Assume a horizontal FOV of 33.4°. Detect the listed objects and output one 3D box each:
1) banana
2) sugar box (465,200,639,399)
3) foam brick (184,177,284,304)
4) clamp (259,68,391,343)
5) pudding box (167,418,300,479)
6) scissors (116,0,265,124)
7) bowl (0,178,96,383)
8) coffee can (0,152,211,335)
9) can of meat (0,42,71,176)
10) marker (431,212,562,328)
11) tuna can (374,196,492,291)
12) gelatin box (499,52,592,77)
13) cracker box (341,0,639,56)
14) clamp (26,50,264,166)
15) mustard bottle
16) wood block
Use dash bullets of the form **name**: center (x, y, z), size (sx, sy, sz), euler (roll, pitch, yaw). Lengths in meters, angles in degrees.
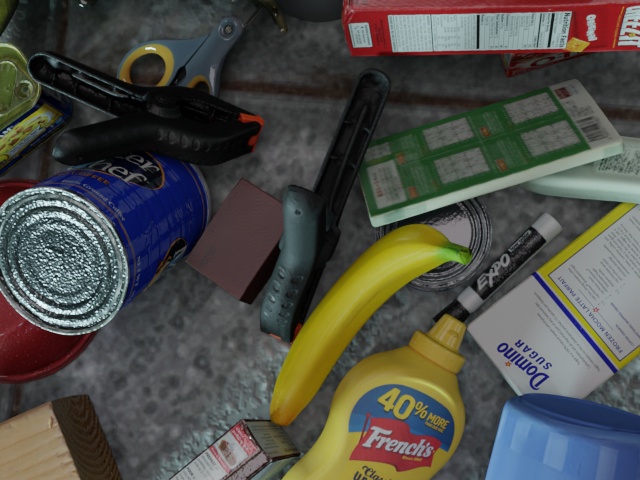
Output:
- **banana**: center (0.025, 0.050, 0.756), size (0.037, 0.069, 0.198), euler (35, 115, -19)
- **sugar box**: center (0.201, 0.044, 0.769), size (0.176, 0.048, 0.093), euler (-38, 81, 5)
- **foam brick**: center (-0.055, 0.001, 0.797), size (0.053, 0.051, 0.078), euler (35, 89, 9)
- **clamp**: center (-0.003, -0.010, 0.747), size (0.036, 0.210, 0.164), euler (23, 48, 6)
- **pudding box**: center (-0.066, 0.166, 0.752), size (0.090, 0.113, 0.039), euler (-40, 79, 0)
- **scissors**: center (-0.087, -0.162, 0.806), size (0.096, 0.016, 0.202), euler (33, 106, 12)
- **bowl**: center (-0.245, 0.029, 0.814), size (0.162, 0.055, 0.162), euler (-1, 85, 7)
- **coffee can**: center (-0.150, -0.008, 0.749), size (0.103, 0.140, 0.103), euler (6, 110, 16)
- **can of meat**: center (-0.247, -0.095, 0.811), size (0.102, 0.084, 0.057), euler (-37, 82, 2)
- **marker**: center (0.129, 0.027, 0.790), size (0.121, 0.020, 0.020), euler (-43, 82, 1)
- **tuna can**: center (0.083, -0.005, 0.791), size (0.086, 0.033, 0.086), euler (-1, 84, 6)
- **gelatin box**: center (0.178, -0.151, 0.775), size (0.089, 0.073, 0.030), euler (-15, 83, 4)
- **cracker box**: center (0.124, -0.214, 0.725), size (0.214, 0.072, 0.164), euler (0, 73, 9)
- **clamp**: center (-0.126, -0.092, 0.762), size (0.039, 0.171, 0.120), euler (-57, 48, 34)
- **mustard bottle**: center (0.048, 0.138, 0.759), size (0.096, 0.058, 0.191), euler (30, 92, -15)
- **wood block**: center (-0.259, 0.196, 0.782), size (0.206, 0.090, 0.091), euler (-23, 83, 3)
